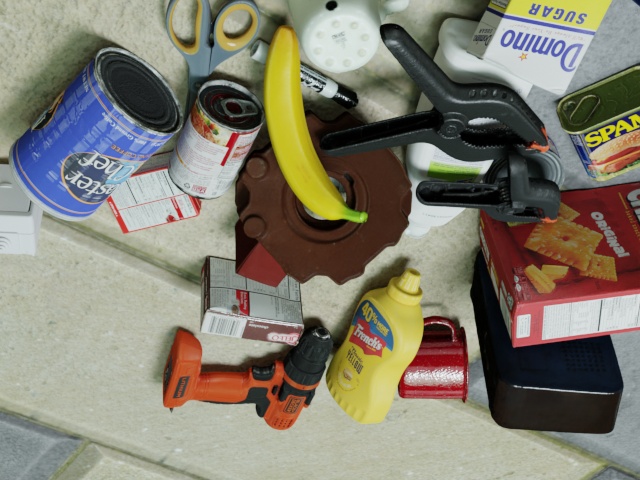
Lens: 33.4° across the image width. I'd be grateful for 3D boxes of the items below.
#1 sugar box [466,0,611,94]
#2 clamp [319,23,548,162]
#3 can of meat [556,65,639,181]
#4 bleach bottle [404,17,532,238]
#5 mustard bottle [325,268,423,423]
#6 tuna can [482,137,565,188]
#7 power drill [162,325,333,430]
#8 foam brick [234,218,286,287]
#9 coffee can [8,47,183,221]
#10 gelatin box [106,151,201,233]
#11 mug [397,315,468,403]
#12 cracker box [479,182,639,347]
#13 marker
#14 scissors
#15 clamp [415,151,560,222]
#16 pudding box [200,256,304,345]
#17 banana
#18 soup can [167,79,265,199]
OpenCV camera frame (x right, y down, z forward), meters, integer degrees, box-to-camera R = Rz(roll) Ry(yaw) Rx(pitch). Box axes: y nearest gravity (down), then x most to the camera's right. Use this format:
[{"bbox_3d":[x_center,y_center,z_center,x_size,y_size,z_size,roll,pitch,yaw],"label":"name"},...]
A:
[{"bbox_3d":[0.210,-0.225,0.934,0.093,0.048,0.176,19,103,-22],"label":"sugar box"},{"bbox_3d":[0.111,-0.111,0.993,0.209,0.036,0.165,16,141,-21],"label":"clamp"},{"bbox_3d":[0.303,-0.116,1.084,0.102,0.057,0.084,-23,134,16],"label":"can of meat"},{"bbox_3d":[0.128,-0.099,1.079,0.102,0.068,0.251,9,134,-14],"label":"bleach bottle"},{"bbox_3d":[0.072,0.114,1.246,0.058,0.096,0.192,4,122,-35],"label":"mustard bottle"},{"bbox_3d":[0.212,-0.074,1.128,0.086,0.034,0.086,-3,133,-3],"label":"tuna can"},{"bbox_3d":[-0.091,0.160,1.304,0.187,0.057,0.185,11,131,-15],"label":"power drill"},{"bbox_3d":[-0.057,0.001,1.144,0.051,0.078,0.053,23,127,-23],"label":"foam brick"},{"bbox_3d":[-0.214,-0.099,1.015,0.102,0.103,0.140,33,122,-31],"label":"coffee can"},{"bbox_3d":[-0.177,-0.051,1.115,0.089,0.030,0.073,-13,132,7],"label":"gelatin box"},{"bbox_3d":[0.134,0.141,1.291,0.081,0.093,0.117,-1,124,1],"label":"mug"},{"bbox_3d":[0.290,0.019,1.133,0.213,0.164,0.072,-8,132,0],"label":"cracker box"},{"bbox_3d":[-0.013,-0.159,1.036,0.121,0.020,0.020,25,126,-26],"label":"marker"},{"bbox_3d":[-0.100,-0.161,1.028,0.096,0.016,0.202,-9,139,-4],"label":"scissors"},{"bbox_3d":[0.178,-0.045,1.073,0.120,0.039,0.171,-8,161,33],"label":"clamp"},{"bbox_3d":[-0.077,0.067,1.196,0.113,0.090,0.039,11,130,-15],"label":"pudding box"},{"bbox_3d":[-0.017,-0.099,1.000,0.070,0.037,0.198,-23,89,27],"label":"banana"},{"bbox_3d":[-0.103,-0.097,1.040,0.068,0.068,0.102,14,135,-18],"label":"soup can"}]
